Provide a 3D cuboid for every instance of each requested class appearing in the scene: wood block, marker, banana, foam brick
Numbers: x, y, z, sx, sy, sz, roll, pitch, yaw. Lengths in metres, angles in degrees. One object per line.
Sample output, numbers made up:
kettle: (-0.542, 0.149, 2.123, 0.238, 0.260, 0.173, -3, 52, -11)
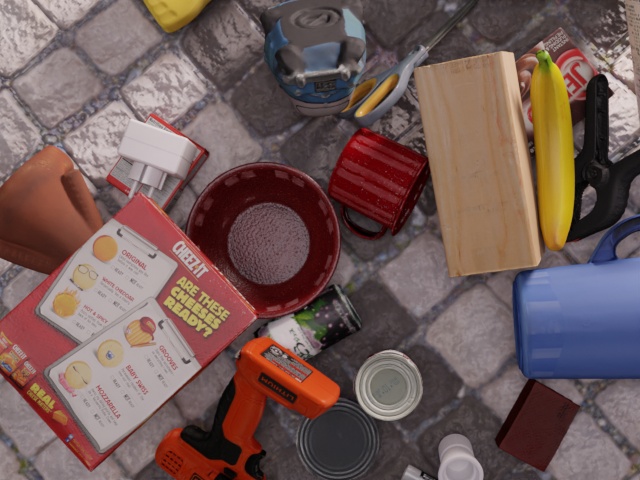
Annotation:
wood block: (0.159, -0.077, 1.058, 0.090, 0.090, 0.206, -8, 97, 17)
marker: (0.140, 0.266, 1.095, 0.121, 0.020, 0.020, 27, 88, 6)
banana: (0.227, -0.091, 1.057, 0.037, 0.069, 0.198, -1, 104, 31)
foam brick: (0.218, 0.186, 1.079, 0.053, 0.051, 0.078, 30, 89, 5)

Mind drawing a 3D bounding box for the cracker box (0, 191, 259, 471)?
cracker box: (-0.190, 0.086, 1.021, 0.213, 0.072, 0.164, -43, 89, -1)

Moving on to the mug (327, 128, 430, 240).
mug: (0.057, -0.054, 1.099, 0.081, 0.093, 0.117, 27, 124, 11)

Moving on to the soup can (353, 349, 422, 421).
soup can: (0.068, 0.144, 1.068, 0.068, 0.102, 0.068, 0, 85, 4)

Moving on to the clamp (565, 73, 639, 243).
clamp: (0.279, -0.078, 1.071, 0.172, 0.039, 0.120, -58, 47, 30)

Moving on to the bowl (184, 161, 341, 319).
bowl: (-0.057, 0.001, 1.112, 0.162, 0.055, 0.162, 0, 86, 4)

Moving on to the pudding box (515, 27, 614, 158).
pudding box: (0.232, -0.151, 1.109, 0.113, 0.039, 0.090, -38, 85, 2)

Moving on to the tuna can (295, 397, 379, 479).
tuna can: (0.018, 0.205, 1.102, 0.086, 0.033, 0.086, 0, 86, 5)

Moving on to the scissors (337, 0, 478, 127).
scissors: (0.086, -0.187, 1.128, 0.016, 0.096, 0.201, 52, 59, -25)

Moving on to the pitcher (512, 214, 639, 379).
pitcher: (0.313, 0.065, 1.045, 0.243, 0.145, 0.149, -4, 44, 7)

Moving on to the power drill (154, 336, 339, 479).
power drill: (-0.058, 0.206, 1.067, 0.184, 0.057, 0.188, 34, 110, 8)

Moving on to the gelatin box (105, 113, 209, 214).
gelatin box: (-0.174, -0.079, 1.141, 0.073, 0.030, 0.089, 34, 89, 7)
